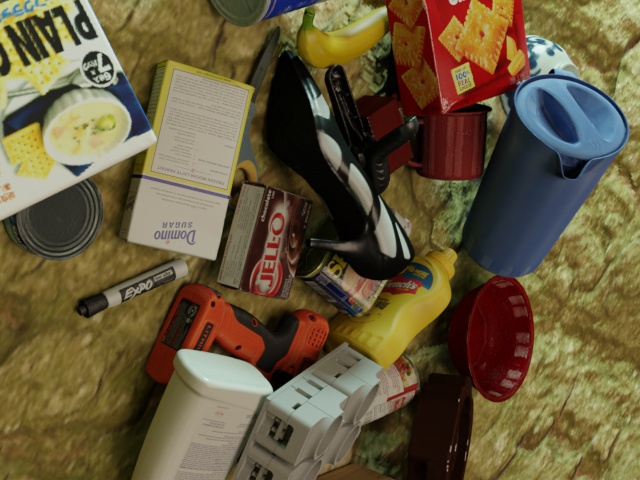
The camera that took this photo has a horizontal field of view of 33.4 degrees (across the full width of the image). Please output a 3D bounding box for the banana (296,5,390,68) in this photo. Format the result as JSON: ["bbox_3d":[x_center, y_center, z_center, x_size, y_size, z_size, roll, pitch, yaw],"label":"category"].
[{"bbox_3d":[0.026,-0.216,1.137,0.037,0.070,0.197,48,31,11],"label":"banana"}]

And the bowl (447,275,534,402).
[{"bbox_3d":[0.209,0.122,1.357,0.161,0.055,0.162,-2,92,-50],"label":"bowl"}]

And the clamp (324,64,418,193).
[{"bbox_3d":[0.052,-0.096,1.143,0.039,0.120,0.171,-33,142,-26],"label":"clamp"}]

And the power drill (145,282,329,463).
[{"bbox_3d":[-0.088,0.137,1.110,0.187,0.057,0.184,29,80,-42],"label":"power drill"}]

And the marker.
[{"bbox_3d":[-0.182,0.046,1.035,0.120,0.020,0.020,-25,113,-36],"label":"marker"}]

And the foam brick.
[{"bbox_3d":[0.061,-0.117,1.197,0.051,0.053,0.078,-36,119,-32],"label":"foam brick"}]

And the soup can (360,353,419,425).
[{"bbox_3d":[0.056,0.173,1.233,0.102,0.069,0.068,-16,108,-38],"label":"soup can"}]

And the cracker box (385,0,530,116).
[{"bbox_3d":[0.153,-0.259,1.191,0.163,0.072,0.214,-21,108,-38],"label":"cracker box"}]

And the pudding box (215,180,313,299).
[{"bbox_3d":[-0.057,0.001,1.110,0.089,0.039,0.113,16,86,-58],"label":"pudding box"}]

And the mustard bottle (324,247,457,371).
[{"bbox_3d":[0.094,0.071,1.229,0.191,0.096,0.058,-41,121,-29],"label":"mustard bottle"}]

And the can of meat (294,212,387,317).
[{"bbox_3d":[0.031,0.023,1.180,0.084,0.058,0.102,41,70,-24],"label":"can of meat"}]

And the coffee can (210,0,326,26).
[{"bbox_3d":[-0.033,-0.278,1.053,0.140,0.103,0.103,-26,114,-36],"label":"coffee can"}]

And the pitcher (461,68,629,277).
[{"bbox_3d":[0.254,-0.075,1.266,0.149,0.145,0.243,-29,154,-33],"label":"pitcher"}]

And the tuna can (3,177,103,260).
[{"bbox_3d":[-0.241,-0.026,0.961,0.085,0.034,0.086,-8,103,-40],"label":"tuna can"}]

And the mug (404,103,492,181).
[{"bbox_3d":[0.142,-0.116,1.251,0.117,0.093,0.081,-6,107,-23],"label":"mug"}]

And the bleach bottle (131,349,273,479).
[{"bbox_3d":[-0.143,0.231,1.038,0.102,0.068,0.251,17,107,-40],"label":"bleach bottle"}]

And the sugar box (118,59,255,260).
[{"bbox_3d":[-0.130,-0.076,1.031,0.093,0.048,0.176,14,91,-23],"label":"sugar box"}]

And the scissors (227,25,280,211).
[{"bbox_3d":[-0.071,-0.116,1.107,0.096,0.016,0.201,48,67,-38],"label":"scissors"}]
